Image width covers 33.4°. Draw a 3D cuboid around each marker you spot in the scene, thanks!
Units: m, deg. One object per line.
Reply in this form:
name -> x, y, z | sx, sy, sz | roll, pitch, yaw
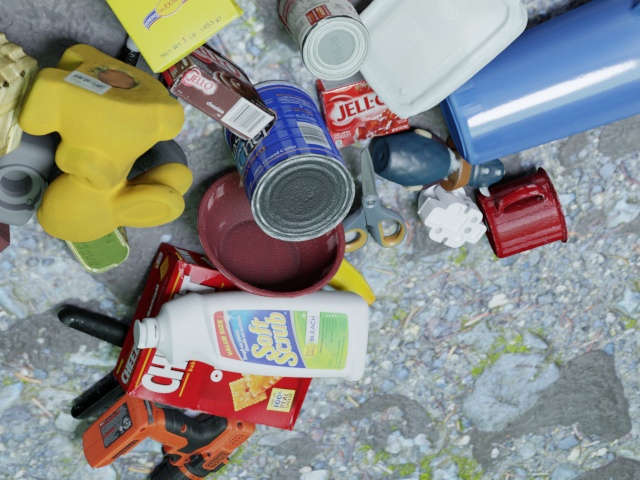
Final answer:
marker -> -0.164, -0.209, 1.008 | 0.020, 0.020, 0.121 | 16, 120, -28

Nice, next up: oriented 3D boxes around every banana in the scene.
banana -> -0.022, 0.029, 1.210 | 0.197, 0.069, 0.037 | 12, 160, -31

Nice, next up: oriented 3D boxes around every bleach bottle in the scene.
bleach bottle -> -0.074, 0.104, 1.145 | 0.250, 0.068, 0.102 | 0, 101, -23

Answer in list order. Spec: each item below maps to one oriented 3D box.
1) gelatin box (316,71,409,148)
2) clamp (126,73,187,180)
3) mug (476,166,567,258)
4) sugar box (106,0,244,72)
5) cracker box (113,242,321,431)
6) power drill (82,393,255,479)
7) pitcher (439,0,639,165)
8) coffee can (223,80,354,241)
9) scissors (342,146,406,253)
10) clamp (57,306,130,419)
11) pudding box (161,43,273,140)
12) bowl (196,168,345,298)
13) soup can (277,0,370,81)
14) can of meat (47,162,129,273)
gelatin box -> 0.045, -0.142, 1.119 | 0.089, 0.030, 0.073 | -16, 129, -6
clamp -> -0.190, -0.090, 1.079 | 0.120, 0.039, 0.171 | -11, 129, -8
mug -> 0.228, -0.032, 1.218 | 0.081, 0.093, 0.117 | -18, 161, 3
sugar box -> -0.152, -0.243, 0.917 | 0.093, 0.048, 0.176 | -33, 100, 8
cracker box -> -0.103, 0.114, 1.211 | 0.213, 0.072, 0.164 | 18, 98, -29
power drill -> -0.197, 0.254, 1.314 | 0.185, 0.057, 0.187 | -43, 141, 20
pitcher -> 0.250, -0.163, 1.115 | 0.243, 0.145, 0.149 | -20, 109, 3
coffee can -> -0.034, -0.081, 1.069 | 0.102, 0.140, 0.103 | -9, 130, -12
scissors -> 0.038, -0.035, 1.173 | 0.096, 0.016, 0.201 | -21, 149, 12
clamp -> -0.202, 0.125, 1.242 | 0.209, 0.036, 0.164 | -13, 130, -10
pudding box -> -0.106, -0.153, 1.013 | 0.039, 0.090, 0.113 | -43, 137, 14
bowl -> -0.057, 0.001, 1.133 | 0.162, 0.162, 0.055 | 2, 149, -19
soup can -> 0.002, -0.204, 1.012 | 0.068, 0.102, 0.068 | -9, 128, -11
can of meat -> -0.236, -0.029, 1.083 | 0.057, 0.084, 0.102 | -24, 130, 1
